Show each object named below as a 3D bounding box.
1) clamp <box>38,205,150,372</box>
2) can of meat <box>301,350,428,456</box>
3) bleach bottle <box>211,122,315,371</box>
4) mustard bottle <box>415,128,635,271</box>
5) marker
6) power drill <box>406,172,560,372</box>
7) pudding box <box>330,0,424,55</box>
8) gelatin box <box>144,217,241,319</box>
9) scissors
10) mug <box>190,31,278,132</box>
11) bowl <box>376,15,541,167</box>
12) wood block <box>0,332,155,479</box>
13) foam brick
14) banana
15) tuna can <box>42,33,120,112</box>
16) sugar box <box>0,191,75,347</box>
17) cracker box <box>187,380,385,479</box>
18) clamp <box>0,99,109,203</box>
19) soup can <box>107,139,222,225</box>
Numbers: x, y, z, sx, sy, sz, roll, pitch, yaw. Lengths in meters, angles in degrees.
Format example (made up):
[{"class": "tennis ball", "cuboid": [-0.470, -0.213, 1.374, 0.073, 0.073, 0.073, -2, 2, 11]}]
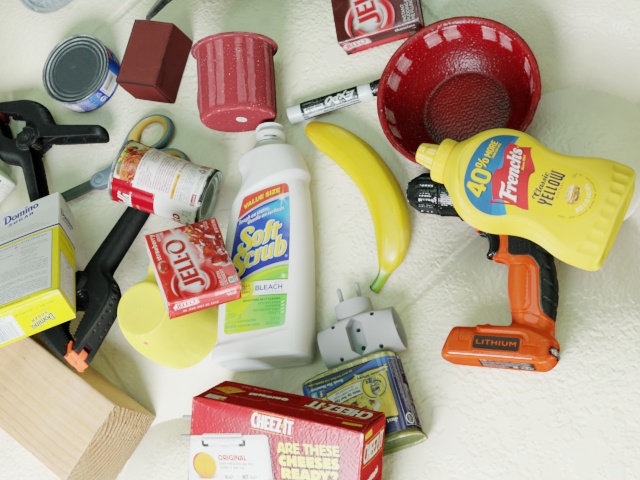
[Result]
[{"class": "clamp", "cuboid": [-0.258, 0.052, 1.112, 0.165, 0.036, 0.210, -20, 42, 17]}, {"class": "can of meat", "cuboid": [0.039, 0.160, 1.001, 0.102, 0.057, 0.084, -21, 67, 13]}, {"class": "bleach bottle", "cuboid": [-0.057, 0.001, 1.079, 0.103, 0.068, 0.251, -8, 70, 17]}, {"class": "mustard bottle", "cuboid": [0.175, -0.049, 0.955, 0.192, 0.058, 0.096, 22, 77, 21]}, {"class": "marker", "cuboid": [0.023, -0.148, 1.116, 0.121, 0.020, 0.020, -16, 70, 15]}, {"class": "power drill", "cuboid": [0.161, 0.023, 0.996, 0.185, 0.057, 0.187, 4, 76, 20]}, {"class": "pudding box", "cuboid": [0.057, -0.261, 1.126, 0.090, 0.039, 0.113, -13, 70, 16]}, {"class": "gelatin box", "cuboid": [-0.123, 0.026, 1.031, 0.073, 0.030, 0.089, -15, 54, -13]}, {"class": "scissors", "cuboid": [-0.238, -0.086, 1.193, 0.202, 0.016, 0.096, -7, 71, 17]}, {"class": "mug", "cuboid": [-0.096, -0.161, 1.132, 0.117, 0.093, 0.081, -18, 71, 47]}, {"class": "bowl", "cuboid": [0.139, -0.136, 1.052, 0.162, 0.055, 0.162, -5, 73, 18]}, {"class": "wood block", "cuboid": [-0.285, 0.156, 1.097, 0.206, 0.090, 0.090, 32, 87, 24]}, {"class": "foam brick", "cuboid": [-0.184, -0.199, 1.186, 0.051, 0.053, 0.078, 11, 78, 22]}, {"class": "banana", "cuboid": [0.044, -0.049, 1.070, 0.070, 0.037, 0.198, -25, 68, 10]}, {"class": "tuna can", "cuboid": [-0.274, -0.191, 1.225, 0.086, 0.033, 0.086, -5, 73, 18]}, {"class": "sugar box", "cuboid": [-0.301, 0.027, 1.098, 0.093, 0.048, 0.176, -21, 35, 3]}, {"class": "cracker box", "cuboid": [-0.034, 0.246, 0.954, 0.164, 0.072, 0.214, 8, 101, 21]}, {"class": "clamp", "cuboid": [-0.328, -0.101, 1.213, 0.172, 0.039, 0.120, 25, 75, 31]}, {"class": "soup can", "cuboid": [-0.161, -0.058, 1.117, 0.102, 0.068, 0.068, 19, 81, 8]}]
